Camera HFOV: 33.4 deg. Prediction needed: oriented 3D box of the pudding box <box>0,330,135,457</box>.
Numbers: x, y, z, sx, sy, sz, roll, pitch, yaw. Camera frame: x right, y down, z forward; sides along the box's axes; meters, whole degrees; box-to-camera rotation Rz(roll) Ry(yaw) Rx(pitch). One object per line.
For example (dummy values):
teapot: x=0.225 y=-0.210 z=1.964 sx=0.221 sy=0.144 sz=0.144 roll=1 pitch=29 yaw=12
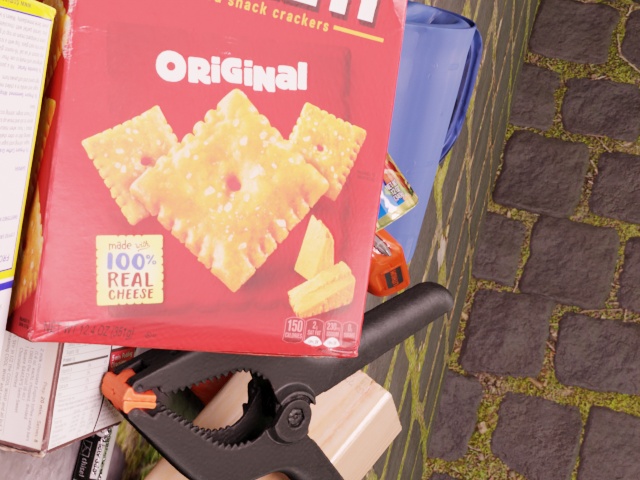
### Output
pudding box: x=-0.125 y=0.044 z=0.539 sx=0.090 sy=0.039 sz=0.113 roll=-1 pitch=100 yaw=-75

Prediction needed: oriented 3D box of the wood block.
wood block: x=-0.049 y=0.161 z=0.677 sx=0.206 sy=0.090 sz=0.091 roll=-49 pitch=159 yaw=-12

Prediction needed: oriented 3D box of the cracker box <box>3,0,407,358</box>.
cracker box: x=-0.048 y=-0.057 z=0.481 sx=0.163 sy=0.072 sz=0.214 roll=8 pitch=90 yaw=-34

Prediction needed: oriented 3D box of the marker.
marker: x=-0.124 y=0.097 z=0.626 sx=0.020 sy=0.020 sz=0.121 roll=39 pitch=64 yaw=-75

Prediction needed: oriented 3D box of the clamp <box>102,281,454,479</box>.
clamp: x=-0.020 y=0.101 z=0.585 sx=0.209 sy=0.036 sz=0.164 roll=3 pitch=99 yaw=-35
